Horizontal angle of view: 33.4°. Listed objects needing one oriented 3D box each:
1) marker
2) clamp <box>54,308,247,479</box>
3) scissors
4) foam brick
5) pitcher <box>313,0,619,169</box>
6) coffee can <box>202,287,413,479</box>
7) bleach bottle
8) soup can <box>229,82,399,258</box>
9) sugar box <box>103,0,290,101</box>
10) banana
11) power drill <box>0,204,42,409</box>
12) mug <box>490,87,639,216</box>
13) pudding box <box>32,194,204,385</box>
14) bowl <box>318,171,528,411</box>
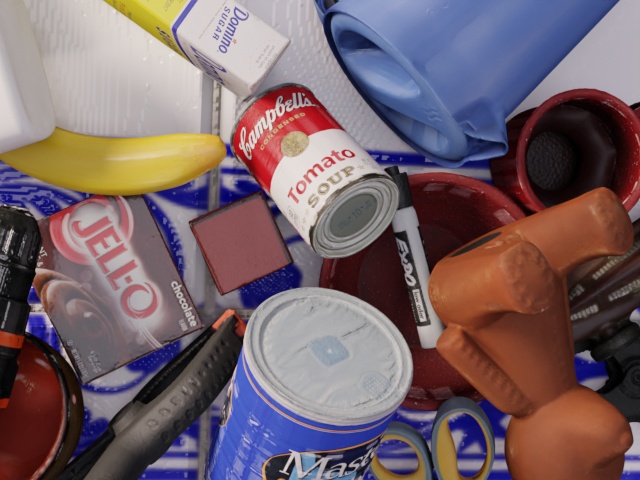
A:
[{"bbox_3d":[0.061,0.010,0.697,0.020,0.020,0.121,-15,94,-8],"label":"marker"},{"bbox_3d":[-0.116,0.126,0.675,0.210,0.165,0.036,-45,101,-14],"label":"clamp"},{"bbox_3d":[0.080,0.196,0.743,0.096,0.016,0.202,1,115,5],"label":"scissors"},{"bbox_3d":[-0.055,0.001,0.708,0.051,0.078,0.053,-25,93,-6],"label":"foam brick"},{"bbox_3d":[0.121,-0.179,0.710,0.242,0.145,0.149,-43,109,-8],"label":"pitcher"},{"bbox_3d":[-0.012,0.114,0.672,0.102,0.103,0.140,12,131,-9],"label":"coffee can"},{"bbox_3d":[-0.297,-0.079,0.657,0.251,0.068,0.102,-13,97,8],"label":"bleach bottle"},{"bbox_3d":[-0.004,-0.045,0.685,0.068,0.068,0.102,-36,56,-6],"label":"soup can"},{"bbox_3d":[-0.105,-0.158,0.686,0.176,0.093,0.048,38,87,-8],"label":"sugar box"},{"bbox_3d":[-0.158,-0.066,0.687,0.198,0.037,0.070,22,106,11],"label":"banana"},{"bbox_3d":[-0.271,0.052,0.654,0.188,0.057,0.184,13,81,15],"label":"power drill"},{"bbox_3d":[0.176,-0.061,0.737,0.117,0.081,0.093,-35,97,-6],"label":"mug"},{"bbox_3d":[-0.141,0.027,0.715,0.090,0.039,0.113,-26,96,-7],"label":"pudding box"},{"bbox_3d":[0.074,0.034,0.739,0.162,0.055,0.162,0,92,-8],"label":"bowl"}]
